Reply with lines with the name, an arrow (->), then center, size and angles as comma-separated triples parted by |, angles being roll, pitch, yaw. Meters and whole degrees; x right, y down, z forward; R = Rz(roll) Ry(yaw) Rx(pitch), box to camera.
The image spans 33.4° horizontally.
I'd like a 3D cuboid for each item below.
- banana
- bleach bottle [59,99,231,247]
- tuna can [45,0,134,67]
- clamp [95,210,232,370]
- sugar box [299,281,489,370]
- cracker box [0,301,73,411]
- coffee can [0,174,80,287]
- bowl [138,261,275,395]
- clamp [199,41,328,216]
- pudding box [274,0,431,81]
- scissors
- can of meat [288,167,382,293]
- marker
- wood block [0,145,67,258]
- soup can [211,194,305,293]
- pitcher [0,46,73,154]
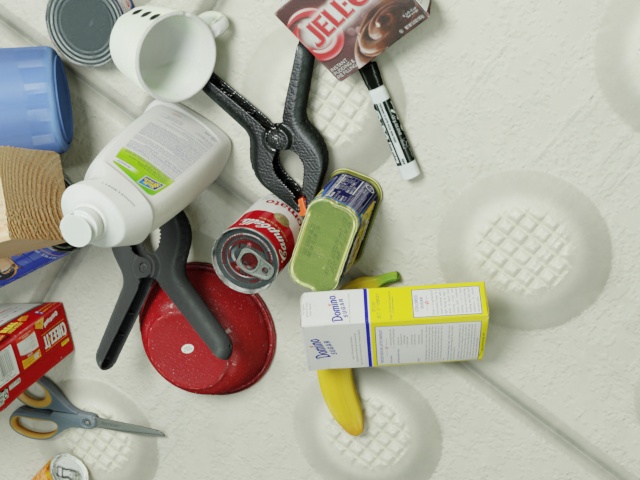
banana -> 0.028, 0.115, 1.106 | 0.070, 0.037, 0.198 | 17, 116, 12
bleach bottle -> -0.171, -0.057, 0.980 | 0.102, 0.250, 0.068 | 30, 117, 4
tuna can -> -0.226, -0.217, 1.055 | 0.086, 0.033, 0.086 | 7, 113, 16
clamp -> -0.180, 0.035, 1.103 | 0.165, 0.036, 0.210 | -15, 83, 25
sugar box -> 0.070, 0.083, 1.029 | 0.176, 0.048, 0.093 | -1, 146, 4
cracker box -> -0.411, 0.132, 1.186 | 0.214, 0.164, 0.072 | -4, 108, 19
coffee can -> -0.334, -0.009, 1.137 | 0.140, 0.102, 0.103 | -24, 103, 25
bowl -> -0.132, 0.107, 1.145 | 0.162, 0.055, 0.162 | 6, 113, 15
clamp -> -0.032, -0.110, 1.033 | 0.120, 0.039, 0.171 | -21, 107, 29
pudding box -> 0.029, -0.208, 0.954 | 0.114, 0.039, 0.090 | -33, 116, 31
scissors -> -0.284, 0.195, 1.253 | 0.202, 0.016, 0.096 | -8, 109, 21
can of meat -> 0.014, -0.008, 1.034 | 0.057, 0.083, 0.102 | 22, 117, 8
marker -> 0.064, -0.115, 1.009 | 0.020, 0.020, 0.121 | -17, 105, 23
wood block -> -0.355, -0.023, 1.038 | 0.206, 0.090, 0.090 | -13, 85, 26
soup can -> -0.057, 0.001, 1.050 | 0.068, 0.102, 0.068 | 7, 113, 16
pitcher -> -0.376, -0.130, 1.065 | 0.242, 0.145, 0.149 | -7, 66, -4
